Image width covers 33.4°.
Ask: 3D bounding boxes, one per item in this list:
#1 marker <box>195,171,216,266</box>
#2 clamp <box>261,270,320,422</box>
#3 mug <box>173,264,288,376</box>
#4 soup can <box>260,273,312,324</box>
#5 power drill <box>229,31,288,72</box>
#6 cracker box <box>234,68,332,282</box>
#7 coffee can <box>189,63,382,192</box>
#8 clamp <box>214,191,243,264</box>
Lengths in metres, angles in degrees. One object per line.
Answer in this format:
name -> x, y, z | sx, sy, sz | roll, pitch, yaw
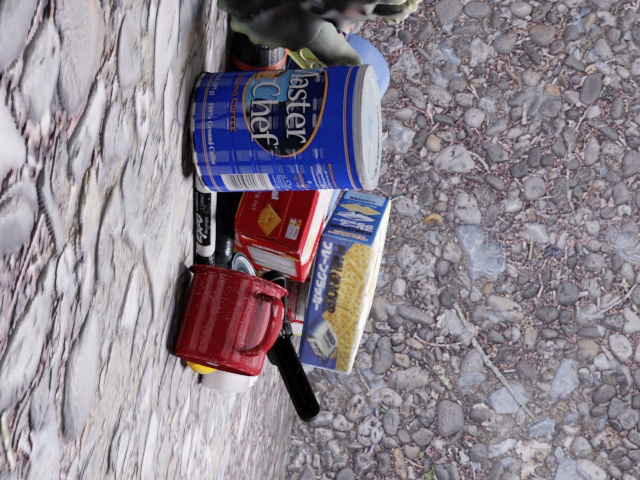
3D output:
marker -> -0.104, -0.014, 0.966 | 0.020, 0.020, 0.121 | -78, 175, -48
clamp -> -0.046, 0.111, 1.185 | 0.210, 0.036, 0.164 | 177, -103, -79
mug -> -0.075, 0.074, 0.946 | 0.093, 0.117, 0.081 | 25, 74, -41
soup can -> -0.053, 0.069, 1.362 | 0.068, 0.102, 0.068 | 10, 89, -87
power drill -> -0.049, -0.220, 1.071 | 0.184, 0.057, 0.187 | 101, 3, -49
cracker box -> -0.026, -0.057, 1.061 | 0.214, 0.072, 0.164 | 87, 19, -80
coffee can -> -0.026, -0.091, 0.885 | 0.102, 0.140, 0.103 | 0, 90, -78
clamp -> -0.085, -0.065, 1.020 | 0.120, 0.039, 0.171 | -85, 178, -52
